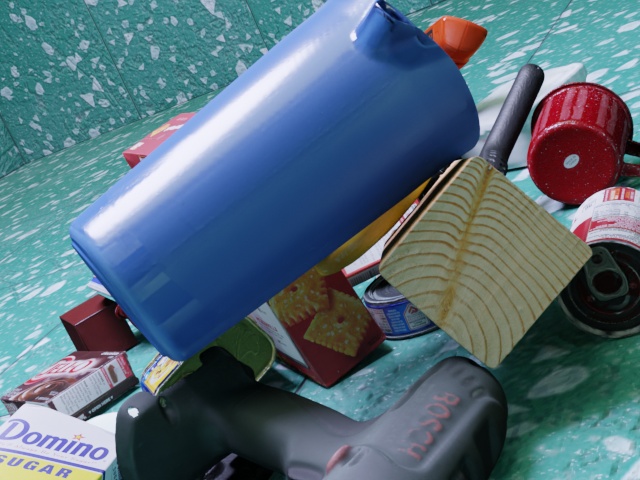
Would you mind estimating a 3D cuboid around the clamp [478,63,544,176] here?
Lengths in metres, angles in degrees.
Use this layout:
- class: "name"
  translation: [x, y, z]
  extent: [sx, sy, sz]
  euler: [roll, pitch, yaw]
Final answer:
- class: "clamp"
  translation: [0.151, -0.062, 0.966]
  extent: [0.209, 0.036, 0.165]
  euler: [-61, -5, -56]

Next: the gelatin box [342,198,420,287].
- class: "gelatin box"
  translation: [0.043, -0.011, 0.880]
  extent: [0.089, 0.073, 0.030]
  euler: [-25, -23, 0]

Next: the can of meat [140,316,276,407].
- class: "can of meat"
  translation: [-0.093, 0.100, 0.845]
  extent: [0.102, 0.057, 0.084]
  euler: [-50, 18, -9]

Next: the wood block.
- class: "wood block"
  translation: [0.100, 0.006, 0.704]
  extent: [0.091, 0.090, 0.206]
  euler: [-50, -1, 6]

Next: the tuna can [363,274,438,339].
- class: "tuna can"
  translation: [0.078, 0.043, 0.855]
  extent: [0.086, 0.034, 0.086]
  euler: [-23, 15, 6]

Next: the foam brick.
- class: "foam brick"
  translation: [-0.236, 0.094, 1.130]
  extent: [0.051, 0.053, 0.078]
  euler: [-30, 17, -21]

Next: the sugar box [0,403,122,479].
- class: "sugar box"
  translation: [-0.212, 0.185, 0.732]
  extent: [0.093, 0.048, 0.176]
  euler: [17, 31, 12]

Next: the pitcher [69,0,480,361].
- class: "pitcher"
  translation: [-0.029, -0.035, 0.671]
  extent: [0.242, 0.149, 0.145]
  euler: [-39, 28, -12]

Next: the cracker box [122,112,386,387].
- class: "cracker box"
  translation: [-0.056, 0.001, 0.851]
  extent: [0.072, 0.213, 0.164]
  euler: [-37, 18, -15]

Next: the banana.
- class: "banana"
  translation: [0.054, -0.041, 0.815]
  extent: [0.070, 0.037, 0.197]
  euler: [-40, 11, 39]

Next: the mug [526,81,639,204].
- class: "mug"
  translation: [0.240, -0.080, 0.948]
  extent: [0.117, 0.093, 0.081]
  euler: [17, 33, 10]

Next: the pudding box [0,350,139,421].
- class: "pudding box"
  translation: [-0.236, 0.140, 1.000]
  extent: [0.089, 0.039, 0.114]
  euler: [-35, 18, -35]
